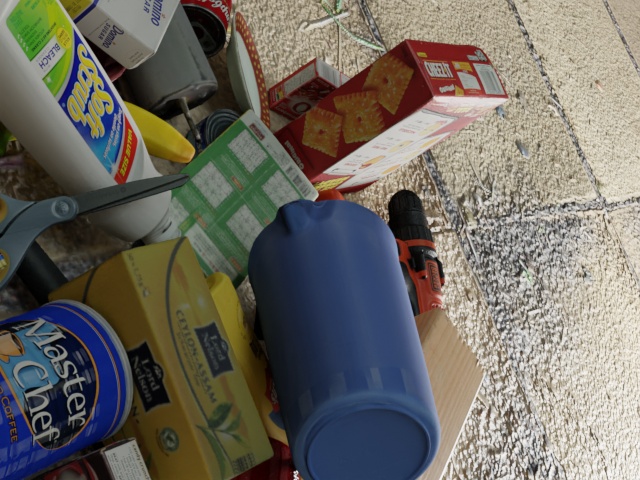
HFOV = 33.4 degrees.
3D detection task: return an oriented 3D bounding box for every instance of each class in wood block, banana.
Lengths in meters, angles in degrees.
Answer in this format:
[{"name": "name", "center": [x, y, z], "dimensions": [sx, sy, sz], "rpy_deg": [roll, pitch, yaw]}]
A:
[{"name": "wood block", "center": [0.075, 0.164, 1.013], "dimensions": [0.091, 0.090, 0.205], "rpy_deg": [54, 35, -12]}, {"name": "banana", "center": [-0.195, -0.093, 0.885], "dimensions": [0.197, 0.037, 0.069], "rpy_deg": [-4, 67, -44]}]

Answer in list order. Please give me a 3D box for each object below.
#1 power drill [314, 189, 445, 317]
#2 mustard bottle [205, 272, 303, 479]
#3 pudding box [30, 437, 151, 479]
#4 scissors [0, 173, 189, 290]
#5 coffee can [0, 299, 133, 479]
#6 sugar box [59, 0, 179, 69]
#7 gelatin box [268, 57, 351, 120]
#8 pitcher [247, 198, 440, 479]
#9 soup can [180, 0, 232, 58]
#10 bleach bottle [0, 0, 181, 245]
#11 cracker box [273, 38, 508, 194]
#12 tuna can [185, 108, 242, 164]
[{"name": "power drill", "center": [0.060, 0.008, 1.131], "dimensions": [0.187, 0.057, 0.184], "rpy_deg": [20, 51, -44]}, {"name": "mustard bottle", "center": [-0.060, 0.125, 0.879], "dimensions": [0.096, 0.058, 0.191], "rpy_deg": [-89, 153, -77]}, {"name": "pudding box", "center": [-0.143, 0.198, 0.710], "dimensions": [0.039, 0.090, 0.113], "rpy_deg": [-16, 80, -55]}, {"name": "scissors", "center": [-0.193, -0.003, 0.766], "dimensions": [0.201, 0.016, 0.096], "rpy_deg": [0, 81, -15]}, {"name": "coffee can", "center": [-0.205, 0.104, 0.685], "dimensions": [0.140, 0.103, 0.103], "rpy_deg": [-21, 84, -55]}, {"name": "sugar box", "center": [-0.199, -0.228, 0.871], "dimensions": [0.176, 0.048, 0.093], "rpy_deg": [40, 48, -28]}, {"name": "gelatin box", "center": [0.000, -0.153, 1.154], "dimensions": [0.089, 0.073, 0.030], "rpy_deg": [24, 49, -42]}, {"name": "pitcher", "center": [0.022, 0.090, 0.850], "dimensions": [0.149, 0.145, 0.243], "rpy_deg": [17, 29, -19]}, {"name": "soup can", "center": [-0.121, -0.238, 1.065], "dimensions": [0.068, 0.069, 0.102], "rpy_deg": [36, 41, -32]}, {"name": "bleach bottle", "center": [-0.185, -0.093, 0.811], "dimensions": [0.250, 0.068, 0.102], "rpy_deg": [55, 34, -31]}, {"name": "cracker box", "center": [0.059, -0.120, 1.082], "dimensions": [0.163, 0.214, 0.072], "rpy_deg": [-11, 74, -54]}, {"name": "tuna can", "center": [-0.089, -0.081, 1.025], "dimensions": [0.086, 0.034, 0.086], "rpy_deg": [31, 45, -36]}]
